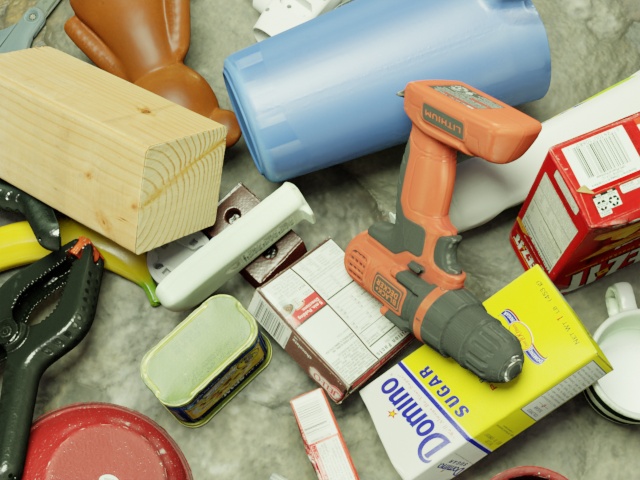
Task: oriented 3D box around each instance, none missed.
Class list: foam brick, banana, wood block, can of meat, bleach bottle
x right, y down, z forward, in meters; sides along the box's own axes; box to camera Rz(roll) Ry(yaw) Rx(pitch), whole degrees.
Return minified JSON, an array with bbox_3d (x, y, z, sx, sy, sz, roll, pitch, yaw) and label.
[{"bbox_3d":[-0.056,0.001,0.901,0.078,0.051,0.053,42,79,15],"label":"foam brick"},{"bbox_3d":[-0.230,0.013,0.915,0.198,0.037,0.069,5,70,5],"label":"banana"},{"bbox_3d":[-0.186,-0.079,0.860,0.206,0.090,0.090,26,30,29],"label":"wood block"},{"bbox_3d":[-0.091,0.096,0.855,0.102,0.084,0.057,-43,75,-10],"label":"can of meat"},{"bbox_3d":[0.177,-0.063,0.882,0.250,0.102,0.068,-24,86,-5],"label":"bleach bottle"}]

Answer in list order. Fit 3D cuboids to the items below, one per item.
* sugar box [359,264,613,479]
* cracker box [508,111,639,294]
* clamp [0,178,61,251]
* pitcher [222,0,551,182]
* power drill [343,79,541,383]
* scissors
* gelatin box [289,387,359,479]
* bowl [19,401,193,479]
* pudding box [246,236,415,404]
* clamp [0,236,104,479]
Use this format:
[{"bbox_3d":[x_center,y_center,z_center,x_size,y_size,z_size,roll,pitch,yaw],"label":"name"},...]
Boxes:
[{"bbox_3d":[0.122,0.107,0.816,0.176,0.048,0.093,-36,49,11],"label":"sugar box"},{"bbox_3d":[0.243,-0.035,0.810,0.164,0.214,0.072,-22,74,-4],"label":"cracker box"},{"bbox_3d":[-0.238,-0.035,0.898,0.172,0.120,0.039,14,110,23],"label":"clamp"},{"bbox_3d":[0.051,-0.132,0.864,0.242,0.149,0.145,-21,30,-5],"label":"pitcher"},{"bbox_3d":[0.097,-0.010,0.779,0.057,0.188,0.185,-7,32,-39],"label":"power drill"},{"bbox_3d":[-0.289,-0.206,1.002,0.096,0.016,0.201,16,73,8],"label":"scissors"},{"bbox_3d":[0.006,0.166,0.832,0.030,0.073,0.089,-22,73,-3],"label":"gelatin box"},{"bbox_3d":[-0.167,0.192,0.812,0.162,0.055,0.162,10,60,-17],"label":"bowl"},{"bbox_3d":[0.011,0.063,0.871,0.089,0.039,0.113,-35,74,-32],"label":"pudding box"},{"bbox_3d":[-0.236,0.089,0.840,0.165,0.036,0.209,27,68,34],"label":"clamp"}]
